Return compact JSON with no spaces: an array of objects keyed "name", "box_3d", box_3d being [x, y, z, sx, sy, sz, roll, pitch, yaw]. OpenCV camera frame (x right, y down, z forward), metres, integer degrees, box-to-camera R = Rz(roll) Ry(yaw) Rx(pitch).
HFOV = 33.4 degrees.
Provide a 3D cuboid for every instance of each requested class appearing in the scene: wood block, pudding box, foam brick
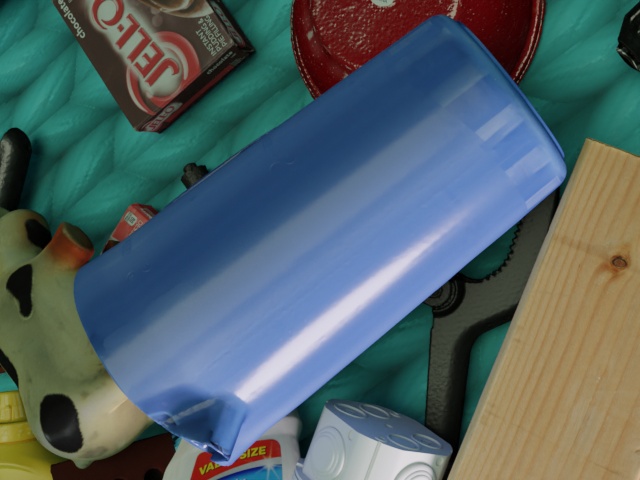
[{"name":"wood block","box_3d":[0.148,0.062,0.560,0.091,0.090,0.206,24,98,22]},{"name":"pudding box","box_3d":[-0.110,-0.140,0.696,0.090,0.039,0.113,-38,76,18]},{"name":"foam brick","box_3d":[-0.127,0.156,0.675,0.078,0.051,0.053,-15,82,-12]}]

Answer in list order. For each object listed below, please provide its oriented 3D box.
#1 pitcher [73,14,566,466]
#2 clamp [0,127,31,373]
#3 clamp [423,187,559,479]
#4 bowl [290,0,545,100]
[{"name":"pitcher","box_3d":[-0.002,-0.009,0.566,0.243,0.145,0.149,-38,82,9]},{"name":"clamp","box_3d":[-0.235,0.006,0.747,0.120,0.039,0.171,-22,87,25]},{"name":"clamp","box_3d":[0.072,0.037,0.620,0.210,0.036,0.164,-43,84,12]},{"name":"bowl","box_3d":[0.046,-0.138,0.624,0.162,0.055,0.162,0,89,23]}]
